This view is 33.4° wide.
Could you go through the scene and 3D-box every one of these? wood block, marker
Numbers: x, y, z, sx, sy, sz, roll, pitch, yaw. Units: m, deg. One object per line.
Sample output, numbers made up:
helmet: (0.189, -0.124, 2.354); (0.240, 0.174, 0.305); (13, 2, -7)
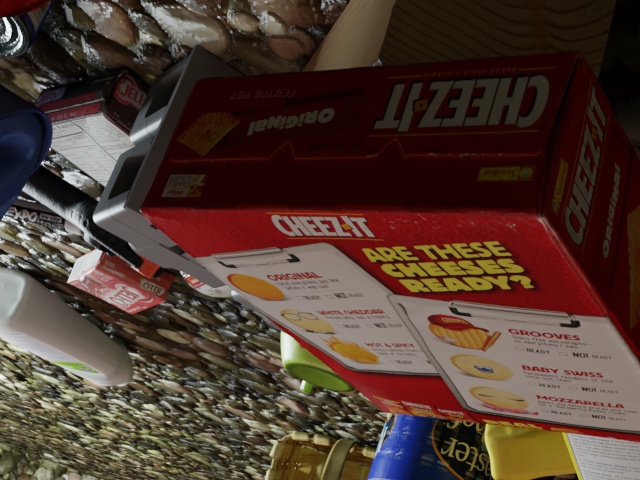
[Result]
wood block: (0.040, -0.059, 0.506); (0.090, 0.090, 0.206); (23, 157, -11)
marker: (-0.256, -0.026, 0.924); (0.121, 0.020, 0.020); (13, 157, 17)

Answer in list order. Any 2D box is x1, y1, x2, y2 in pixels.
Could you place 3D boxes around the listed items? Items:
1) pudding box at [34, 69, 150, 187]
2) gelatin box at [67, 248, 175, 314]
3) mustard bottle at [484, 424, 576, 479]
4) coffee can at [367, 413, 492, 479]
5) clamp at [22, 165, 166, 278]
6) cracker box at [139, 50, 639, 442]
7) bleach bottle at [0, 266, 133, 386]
pudding box: (-0.124, -0.062, 0.706); (0.090, 0.039, 0.113); (-2, 148, 43)
gelatin box: (-0.188, 0.038, 1.000); (0.073, 0.030, 0.089); (29, 156, -23)
mustard bottle: (0.229, 0.146, 0.824); (0.192, 0.058, 0.096); (-11, 177, 19)
coffee can: (0.104, 0.170, 0.919); (0.103, 0.140, 0.103); (17, 158, 7)
clamp: (-0.168, -0.015, 0.805); (0.120, 0.039, 0.172); (30, 175, -29)
cracker box: (0.058, 0.013, 0.443); (0.164, 0.072, 0.213); (1, 152, 34)
bleach bottle: (-0.299, 0.112, 1.226); (0.103, 0.068, 0.250); (7, 157, 28)
